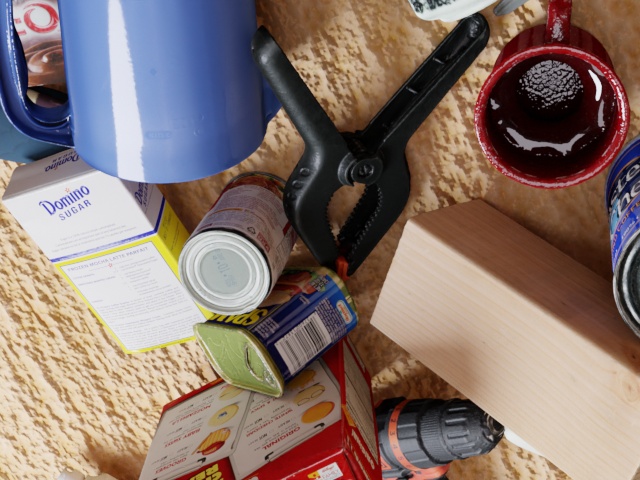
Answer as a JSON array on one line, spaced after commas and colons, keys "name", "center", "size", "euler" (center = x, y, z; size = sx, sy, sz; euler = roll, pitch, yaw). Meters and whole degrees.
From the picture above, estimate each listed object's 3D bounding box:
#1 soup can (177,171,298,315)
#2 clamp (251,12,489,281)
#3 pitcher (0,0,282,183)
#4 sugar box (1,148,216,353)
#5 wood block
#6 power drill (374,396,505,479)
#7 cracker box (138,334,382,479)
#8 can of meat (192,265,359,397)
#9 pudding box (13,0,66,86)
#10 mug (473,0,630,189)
[{"name": "soup can", "center": [-0.055, 0.001, 0.763], "size": [0.068, 0.102, 0.068], "euler": [5, 117, 10]}, {"name": "clamp", "center": [0.033, -0.063, 0.730], "size": [0.164, 0.036, 0.210], "euler": [-13, 132, -17]}, {"name": "pitcher", "center": [-0.112, -0.164, 0.648], "size": [0.145, 0.149, 0.243], "euler": [20, 133, 25]}, {"name": "sugar box", "center": [-0.146, 0.008, 0.793], "size": [0.093, 0.048, 0.176], "euler": [-14, 128, 18]}, {"name": "wood block", "center": [0.145, 0.066, 0.701], "size": [0.206, 0.090, 0.091], "euler": [36, 122, 31]}, {"name": "power drill", "center": [0.102, 0.199, 0.820], "size": [0.185, 0.057, 0.187], "euler": [-18, 112, 49]}, {"name": "cracker box", "center": [-0.042, 0.154, 0.754], "size": [0.164, 0.213, 0.072], "euler": [-27, 106, 8]}, {"name": "can of meat", "center": [-0.031, 0.062, 0.774], "size": [0.102, 0.083, 0.057], "euler": [0, 123, 60]}, {"name": "pudding box", "center": [-0.207, -0.151, 0.734], "size": [0.113, 0.039, 0.090], "euler": [-7, 138, 1]}, {"name": "mug", "center": [0.147, -0.102, 0.678], "size": [0.093, 0.081, 0.117], "euler": [2, 116, 12]}]
